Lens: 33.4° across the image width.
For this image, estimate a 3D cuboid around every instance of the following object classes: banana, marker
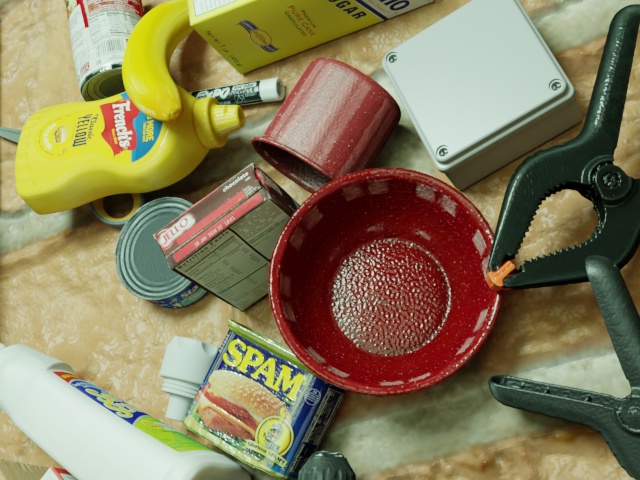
[{"bbox_3d":[-0.126,-0.151,0.858,0.070,0.037,0.197,-12,37,17],"label":"banana"},{"bbox_3d":[-0.088,-0.120,0.896,0.121,0.020,0.020,-5,71,23],"label":"marker"}]

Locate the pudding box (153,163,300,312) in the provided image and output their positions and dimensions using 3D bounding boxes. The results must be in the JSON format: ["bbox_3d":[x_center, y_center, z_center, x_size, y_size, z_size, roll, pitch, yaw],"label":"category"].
[{"bbox_3d":[-0.055,0.001,0.786,0.090,0.113,0.039,-34,58,9],"label":"pudding box"}]

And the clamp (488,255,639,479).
[{"bbox_3d":[0.200,0.092,0.663,0.171,0.039,0.120,31,118,17],"label":"clamp"}]

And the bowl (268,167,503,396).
[{"bbox_3d":[0.047,0.033,0.751,0.162,0.055,0.162,-2,73,7],"label":"bowl"}]

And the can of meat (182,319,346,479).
[{"bbox_3d":[-0.040,0.117,0.773,0.102,0.057,0.084,25,86,28],"label":"can of meat"}]

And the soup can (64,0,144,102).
[{"bbox_3d":[-0.182,-0.173,0.929,0.069,0.068,0.102,-22,65,16],"label":"soup can"}]

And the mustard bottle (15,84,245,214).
[{"bbox_3d":[-0.152,-0.082,0.871,0.192,0.058,0.096,-10,52,17],"label":"mustard bottle"}]

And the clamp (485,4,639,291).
[{"bbox_3d":[0.199,-0.033,0.701,0.164,0.036,0.210,42,86,12],"label":"clamp"}]

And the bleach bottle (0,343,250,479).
[{"bbox_3d":[-0.176,0.139,0.798,0.251,0.102,0.068,25,88,28],"label":"bleach bottle"}]

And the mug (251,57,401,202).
[{"bbox_3d":[0.003,-0.084,0.813,0.081,0.093,0.117,-58,24,-9],"label":"mug"}]

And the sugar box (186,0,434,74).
[{"bbox_3d":[-0.008,-0.195,0.845,0.176,0.093,0.048,-15,68,19],"label":"sugar box"}]

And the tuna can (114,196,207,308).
[{"bbox_3d":[-0.120,0.011,0.857,0.086,0.033,0.086,-8,69,21],"label":"tuna can"}]

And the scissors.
[{"bbox_3d":[-0.216,-0.058,0.933,0.202,0.016,0.096,2,71,24],"label":"scissors"}]
